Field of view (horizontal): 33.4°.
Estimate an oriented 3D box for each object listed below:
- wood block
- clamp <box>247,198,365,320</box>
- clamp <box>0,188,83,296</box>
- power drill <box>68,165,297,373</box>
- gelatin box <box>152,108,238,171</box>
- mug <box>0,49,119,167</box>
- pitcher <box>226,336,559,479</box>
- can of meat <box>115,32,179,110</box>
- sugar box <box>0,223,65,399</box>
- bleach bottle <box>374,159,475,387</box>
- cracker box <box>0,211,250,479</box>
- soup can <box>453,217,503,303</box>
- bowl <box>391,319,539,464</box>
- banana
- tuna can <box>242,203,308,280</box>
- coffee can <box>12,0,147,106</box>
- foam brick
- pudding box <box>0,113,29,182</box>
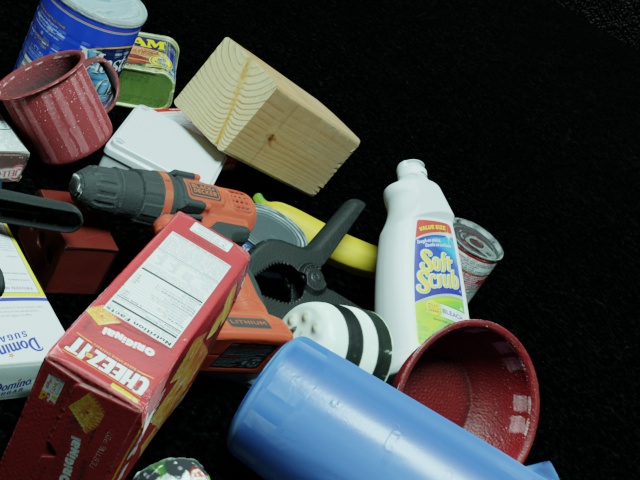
[{"bbox_3d":[-0.052,-0.128,1.165,0.090,0.091,0.205,46,10,26],"label":"wood block"},{"bbox_3d":[-0.013,0.032,1.029,0.209,0.036,0.164,3,65,-35],"label":"clamp"},{"bbox_3d":[-0.270,-0.030,0.815,0.171,0.039,0.120,36,30,11],"label":"clamp"},{"bbox_3d":[-0.110,0.019,0.891,0.184,0.057,0.188,8,47,-41],"label":"power drill"},{"bbox_3d":[-0.141,-0.111,1.185,0.089,0.030,0.073,43,29,22],"label":"gelatin box"},{"bbox_3d":[-0.242,-0.130,1.019,0.093,0.081,0.117,16,46,46],"label":"mug"},{"bbox_3d":[0.048,0.186,0.802,0.243,0.145,0.149,32,16,10],"label":"pitcher"},{"bbox_3d":[-0.213,-0.192,1.205,0.102,0.057,0.084,8,36,-12],"label":"can of meat"},{"bbox_3d":[-0.260,0.043,0.803,0.093,0.048,0.176,1,43,-42],"label":"sugar box"},{"bbox_3d":[0.093,0.029,1.051,0.102,0.068,0.251,18,54,-31],"label":"bleach bottle"},{"bbox_3d":[-0.132,0.098,0.711,0.072,0.164,0.213,29,28,0],"label":"cracker box"},{"bbox_3d":[0.140,0.036,1.145,0.068,0.102,0.068,24,29,-14],"label":"soup can"},{"bbox_3d":[0.114,0.146,0.932,0.161,0.162,0.055,13,-4,-31],"label":"bowl"},{"bbox_3d":[0.016,0.001,1.150,0.197,0.037,0.069,27,29,-8],"label":"banana"},{"bbox_3d":[-0.057,0.001,1.081,0.086,0.034,0.086,24,29,-14],"label":"tuna can"},{"bbox_3d":[-0.251,-0.191,1.089,0.102,0.140,0.103,24,29,-14],"label":"coffee can"},{"bbox_3d":[-0.215,0.001,0.906,0.051,0.053,0.078,5,37,-40],"label":"foam brick"},{"bbox_3d":[-0.333,-0.093,0.960,0.113,0.039,0.090,-2,41,-49],"label":"pudding box"}]
